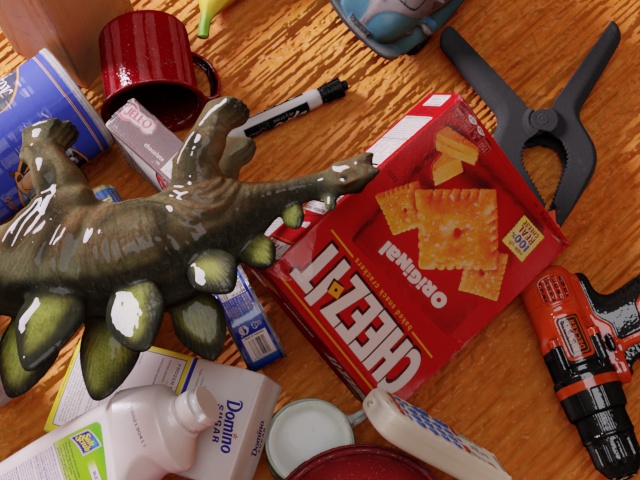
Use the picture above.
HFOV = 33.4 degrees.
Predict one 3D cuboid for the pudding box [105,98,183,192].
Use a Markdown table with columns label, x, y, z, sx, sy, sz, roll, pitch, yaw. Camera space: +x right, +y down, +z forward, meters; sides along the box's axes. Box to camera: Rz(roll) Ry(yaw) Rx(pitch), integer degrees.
| label | x | y | z | sx | sy | sz | roll | pitch | yaw |
| --- | --- | --- | --- | --- | --- | --- | --- | --- | --- |
| pudding box | -0.127 | -0.061 | 0.922 | 0.113 | 0.090 | 0.039 | 43 | 80 | 13 |

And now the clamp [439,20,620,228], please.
| label | x | y | z | sx | sy | sz | roll | pitch | yaw |
| --- | --- | --- | --- | --- | --- | --- | --- | --- | --- |
| clamp | 0.185 | -0.106 | 0.952 | 0.164 | 0.036 | 0.210 | 4 | 73 | 3 |

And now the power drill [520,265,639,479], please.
| label | x | y | z | sx | sy | sz | roll | pitch | yaw |
| --- | --- | --- | --- | --- | --- | --- | --- | --- | --- |
| power drill | 0.277 | 0.086 | 0.875 | 0.187 | 0.057 | 0.184 | -18 | 72 | -4 |

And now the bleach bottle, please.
| label | x | y | z | sx | sy | sz | roll | pitch | yaw |
| --- | --- | --- | --- | --- | --- | --- | --- | --- | --- |
| bleach bottle | -0.179 | 0.189 | 0.806 | 0.251 | 0.068 | 0.102 | -32 | 72 | 17 |

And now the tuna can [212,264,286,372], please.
| label | x | y | z | sx | sy | sz | roll | pitch | yaw |
| --- | --- | --- | --- | --- | --- | --- | --- | --- | --- |
| tuna can | -0.061 | 0.065 | 0.880 | 0.033 | 0.086 | 0.086 | -27 | 73 | -5 |

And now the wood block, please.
| label | x | y | z | sx | sy | sz | roll | pitch | yaw |
| --- | --- | --- | --- | --- | --- | --- | --- | --- | --- |
| wood block | -0.238 | -0.231 | 0.920 | 0.090 | 0.206 | 0.090 | 28 | 75 | 10 |

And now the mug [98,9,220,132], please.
| label | x | y | z | sx | sy | sz | roll | pitch | yaw |
| --- | --- | --- | --- | --- | --- | --- | --- | --- | --- |
| mug | -0.144 | -0.151 | 0.960 | 0.117 | 0.093 | 0.081 | 2 | 63 | -30 |

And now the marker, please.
| label | x | y | z | sx | sy | sz | roll | pitch | yaw |
| --- | --- | --- | --- | --- | --- | --- | --- | --- | --- |
| marker | -0.030 | -0.119 | 0.974 | 0.121 | 0.020 | 0.020 | -24 | 73 | -6 |

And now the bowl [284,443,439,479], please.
| label | x | y | z | sx | sy | sz | roll | pitch | yaw |
| --- | --- | --- | --- | --- | --- | --- | --- | --- | --- |
| bowl | 0.034 | 0.239 | 0.805 | 0.162 | 0.055 | 0.162 | 0 | 93 | -9 |

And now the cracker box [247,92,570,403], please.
| label | x | y | z | sx | sy | sz | roll | pitch | yaw |
| --- | --- | --- | --- | --- | --- | --- | --- | --- | --- |
| cracker box | 0.073 | 0.009 | 0.863 | 0.213 | 0.072 | 0.164 | -42 | 107 | -11 |

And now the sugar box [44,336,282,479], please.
| label | x | y | z | sx | sy | sz | roll | pitch | yaw |
| --- | --- | --- | --- | --- | --- | --- | --- | --- | --- |
| sugar box | -0.127 | 0.136 | 0.857 | 0.176 | 0.048 | 0.093 | 13 | 73 | 23 |

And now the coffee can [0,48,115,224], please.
| label | x | y | z | sx | sy | sz | roll | pitch | yaw |
| --- | --- | --- | --- | --- | --- | --- | --- | --- | --- |
| coffee can | -0.266 | -0.085 | 0.929 | 0.140 | 0.103 | 0.103 | -37 | 74 | -9 |
